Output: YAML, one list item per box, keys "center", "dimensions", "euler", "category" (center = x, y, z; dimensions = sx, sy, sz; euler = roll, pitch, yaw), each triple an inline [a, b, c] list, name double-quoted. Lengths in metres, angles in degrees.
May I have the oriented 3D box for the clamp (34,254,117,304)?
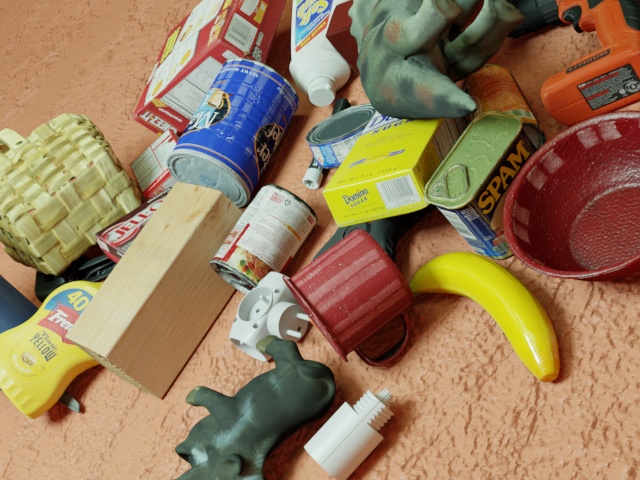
- center: [-0.305, 0.057, 1.294]
  dimensions: [0.172, 0.039, 0.120]
  euler: [-5, 36, 48]
  category: "clamp"

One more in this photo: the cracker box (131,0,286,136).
- center: [-0.138, -0.241, 1.362]
  dimensions: [0.214, 0.072, 0.164]
  euler: [-30, 35, 46]
  category: "cracker box"

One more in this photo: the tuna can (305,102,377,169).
- center: [0.029, -0.110, 1.119]
  dimensions: [0.086, 0.033, 0.086]
  euler: [-22, 22, 9]
  category: "tuna can"

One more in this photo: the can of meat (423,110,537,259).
- center: [0.150, -0.046, 0.923]
  dimensions: [0.058, 0.083, 0.102]
  euler: [21, 71, 51]
  category: "can of meat"

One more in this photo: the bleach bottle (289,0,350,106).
- center: [0.013, -0.260, 1.282]
  dimensions: [0.103, 0.068, 0.250]
  euler: [-25, 43, 29]
  category: "bleach bottle"

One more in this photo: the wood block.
- center: [-0.160, 0.049, 1.124]
  dimensions: [0.090, 0.090, 0.206]
  euler: [14, 66, 50]
  category: "wood block"

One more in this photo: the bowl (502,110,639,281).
- center: [0.229, -0.024, 0.847]
  dimensions: [0.162, 0.055, 0.162]
  euler: [-24, 43, 24]
  category: "bowl"

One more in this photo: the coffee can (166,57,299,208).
- center: [-0.099, -0.122, 1.220]
  dimensions: [0.103, 0.102, 0.140]
  euler: [1, 56, 44]
  category: "coffee can"

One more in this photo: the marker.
- center: [0.008, -0.109, 1.175]
  dimensions: [0.020, 0.020, 0.121]
  euler: [-7, 51, 40]
  category: "marker"

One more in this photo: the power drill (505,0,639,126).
- center: [0.244, -0.196, 1.000]
  dimensions: [0.185, 0.057, 0.187]
  euler: [-23, 43, 32]
  category: "power drill"

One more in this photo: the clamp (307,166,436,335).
- center: [0.051, -0.002, 1.016]
  dimensions: [0.165, 0.036, 0.209]
  euler: [-8, 46, 40]
  category: "clamp"

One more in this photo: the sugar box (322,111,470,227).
- center: [0.075, -0.081, 1.002]
  dimensions: [0.093, 0.048, 0.176]
  euler: [-12, 28, 27]
  category: "sugar box"

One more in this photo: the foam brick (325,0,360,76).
- center: [0.052, -0.229, 1.200]
  dimensions: [0.053, 0.078, 0.051]
  euler: [-10, 50, 38]
  category: "foam brick"

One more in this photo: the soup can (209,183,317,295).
- center: [-0.057, 0.001, 1.090]
  dimensions: [0.069, 0.068, 0.102]
  euler: [14, 65, 50]
  category: "soup can"

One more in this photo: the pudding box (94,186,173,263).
- center: [-0.191, -0.012, 1.229]
  dimensions: [0.113, 0.039, 0.090]
  euler: [-33, 32, -23]
  category: "pudding box"

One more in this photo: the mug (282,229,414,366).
- center: [0.033, 0.054, 0.920]
  dimensions: [0.081, 0.117, 0.093]
  euler: [-37, 5, -5]
  category: "mug"

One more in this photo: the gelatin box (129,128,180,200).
- center: [-0.198, -0.093, 1.349]
  dimensions: [0.073, 0.030, 0.089]
  euler: [-42, 36, 6]
  category: "gelatin box"

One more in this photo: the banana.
- center: [0.138, 0.052, 0.886]
  dimensions: [0.198, 0.037, 0.070]
  euler: [27, 105, 55]
  category: "banana"

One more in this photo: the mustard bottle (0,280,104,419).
- center: [-0.275, 0.102, 1.183]
  dimensions: [0.191, 0.058, 0.096]
  euler: [-40, 76, -15]
  category: "mustard bottle"
